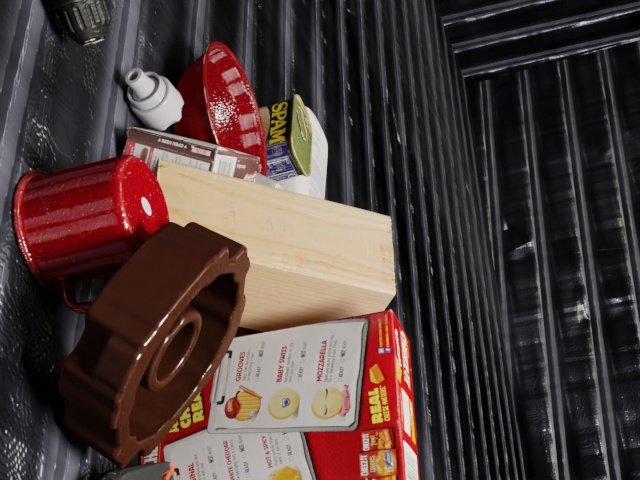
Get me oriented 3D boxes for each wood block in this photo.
[{"bbox_3d":[-0.050,0.014,0.896,0.091,0.206,0.090,120,-23,-46],"label":"wood block"}]

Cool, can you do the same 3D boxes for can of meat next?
[{"bbox_3d":[-0.058,-0.110,1.208,0.102,0.084,0.057,-88,158,-43],"label":"can of meat"}]

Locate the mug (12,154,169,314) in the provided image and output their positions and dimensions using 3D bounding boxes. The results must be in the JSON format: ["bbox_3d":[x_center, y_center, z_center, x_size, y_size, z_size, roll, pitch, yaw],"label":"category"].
[{"bbox_3d":[-0.161,-0.004,0.768,0.093,0.082,0.117,48,32,-60],"label":"mug"}]

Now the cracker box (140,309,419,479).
[{"bbox_3d":[-0.032,0.156,0.844,0.072,0.214,0.164,58,25,-53],"label":"cracker box"}]

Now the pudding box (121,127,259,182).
[{"bbox_3d":[-0.115,-0.071,0.961,0.113,0.090,0.039,2,102,-75],"label":"pudding box"}]

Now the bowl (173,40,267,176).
[{"bbox_3d":[-0.109,-0.118,1.092,0.162,0.055,0.162,-13,90,-74],"label":"bowl"}]
